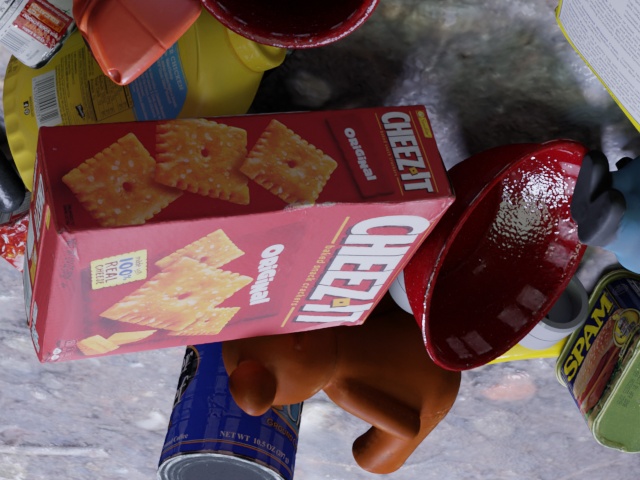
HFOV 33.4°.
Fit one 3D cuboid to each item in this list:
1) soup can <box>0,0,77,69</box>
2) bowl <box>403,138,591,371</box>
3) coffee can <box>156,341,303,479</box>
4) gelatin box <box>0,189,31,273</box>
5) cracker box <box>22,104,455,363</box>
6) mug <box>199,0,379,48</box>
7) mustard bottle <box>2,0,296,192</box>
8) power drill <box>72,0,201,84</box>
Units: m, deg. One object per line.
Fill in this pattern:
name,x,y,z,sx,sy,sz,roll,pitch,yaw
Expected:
soup can,-0.178,-0.146,0.569,0.102,0.068,0.069,34,136,-29
bowl,0.103,0.000,0.670,0.055,0.162,0.162,35,158,37
coffee can,-0.064,0.128,0.835,0.103,0.140,0.103,5,142,4
gelatin box,-0.195,-0.004,0.782,0.089,0.030,0.073,-17,135,30
cracker box,-0.054,0.001,0.606,0.213,0.072,0.164,-5,153,-21
mug,-0.023,-0.158,0.513,0.117,0.081,0.093,18,141,-12
mustard bottle,-0.092,-0.093,0.599,0.192,0.096,0.058,-17,165,29
power drill,-0.134,-0.154,0.457,0.057,0.184,0.187,-42,112,2
